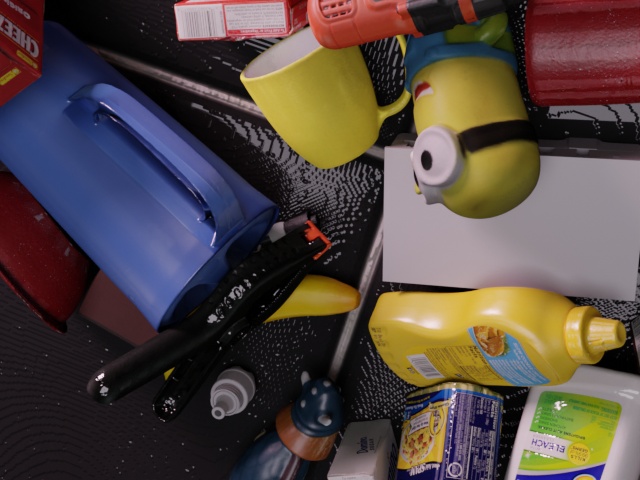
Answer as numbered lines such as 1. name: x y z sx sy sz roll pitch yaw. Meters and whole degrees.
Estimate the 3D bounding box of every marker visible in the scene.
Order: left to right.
1. marker: -0.056 0.001 0.888 0.121 0.020 0.020 -18 104 19

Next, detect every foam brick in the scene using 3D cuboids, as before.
1. foam brick: -0.156 0.052 0.914 0.078 0.053 0.051 29 113 2

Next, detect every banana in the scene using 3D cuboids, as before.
1. banana: -0.061 0.070 0.900 0.198 0.037 0.069 -31 86 15

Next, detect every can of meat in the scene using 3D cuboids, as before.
1. can of meat: 0.101 0.163 0.847 0.057 0.102 0.084 15 70 -18

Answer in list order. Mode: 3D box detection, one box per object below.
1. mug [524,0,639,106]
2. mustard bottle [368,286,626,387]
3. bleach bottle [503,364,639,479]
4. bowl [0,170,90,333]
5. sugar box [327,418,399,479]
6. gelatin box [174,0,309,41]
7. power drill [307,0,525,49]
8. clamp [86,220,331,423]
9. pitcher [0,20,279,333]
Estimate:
1. mug: 0.188 -0.147 0.744 0.082 0.093 0.117 0 78 19
2. mustard bottle: 0.136 0.073 0.800 0.192 0.058 0.096 -6 136 41
3. bleach bottle: 0.180 0.220 0.800 0.103 0.068 0.251 8 72 34
4. bowl: -0.239 -0.003 0.879 0.055 0.162 0.162 -37 98 -5
5. sugar box: 0.054 0.252 0.909 0.048 0.093 0.176 -7 107 16
6. gelatin box: -0.055 -0.170 0.798 0.089 0.073 0.030 0 110 13
7. power drill: 0.072 -0.230 0.709 0.185 0.057 0.187 -11 75 16
8. clamp: -0.080 0.063 0.815 0.210 0.164 0.036 -44 74 4
9. pitcher: -0.156 -0.059 0.820 0.243 0.144 0.149 43 110 6
